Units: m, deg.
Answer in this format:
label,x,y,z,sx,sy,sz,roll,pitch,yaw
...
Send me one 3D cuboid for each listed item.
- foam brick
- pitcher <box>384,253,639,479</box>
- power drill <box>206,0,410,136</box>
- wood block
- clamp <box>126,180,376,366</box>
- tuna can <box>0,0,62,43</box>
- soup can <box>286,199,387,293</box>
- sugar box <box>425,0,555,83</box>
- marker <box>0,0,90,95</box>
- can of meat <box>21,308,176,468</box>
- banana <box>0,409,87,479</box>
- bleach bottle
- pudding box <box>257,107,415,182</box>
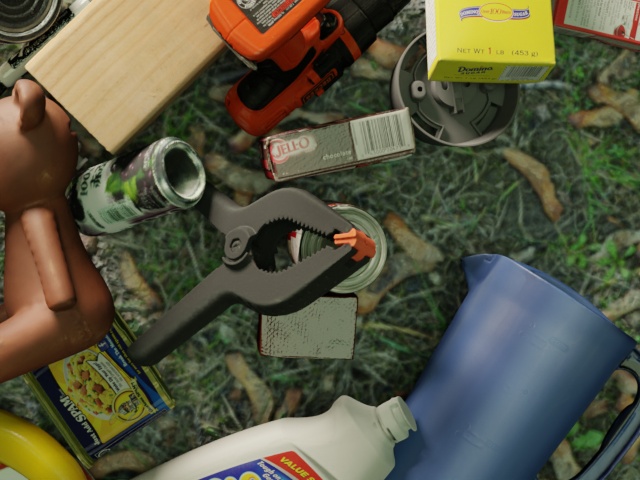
label,x,y,z,sx,sy,sz,roll,pitch,yaw
foam brick,-0.012,0.065,0.861,0.078,0.051,0.053,4,95,-7
pitcher,0.139,0.144,0.845,0.144,0.149,0.243,30,94,-37
power drill,-0.003,-0.163,0.779,0.184,0.187,0.057,-43,79,-2
wood block,-0.114,-0.168,0.812,0.206,0.091,0.090,-45,97,-2
clamp,-0.055,0.001,0.786,0.210,0.036,0.164,-13,65,32
tuna can,-0.238,-0.191,0.803,0.085,0.034,0.086,-10,106,-40
soup can,0.011,0.003,0.833,0.068,0.102,0.068,0,94,-7
sugar box,0.129,-0.211,0.833,0.093,0.048,0.176,1,76,-7
marker,-0.226,-0.146,0.836,0.121,0.020,0.020,-41,98,-2
can of meat,-0.175,0.113,0.843,0.084,0.057,0.102,-33,98,-6
banana,-0.264,0.162,0.829,0.198,0.037,0.069,7,82,10
bleach bottle,-0.046,0.183,0.825,0.251,0.068,0.102,-30,93,12
pudding box,0.010,-0.075,0.834,0.113,0.090,0.039,-11,97,-6
